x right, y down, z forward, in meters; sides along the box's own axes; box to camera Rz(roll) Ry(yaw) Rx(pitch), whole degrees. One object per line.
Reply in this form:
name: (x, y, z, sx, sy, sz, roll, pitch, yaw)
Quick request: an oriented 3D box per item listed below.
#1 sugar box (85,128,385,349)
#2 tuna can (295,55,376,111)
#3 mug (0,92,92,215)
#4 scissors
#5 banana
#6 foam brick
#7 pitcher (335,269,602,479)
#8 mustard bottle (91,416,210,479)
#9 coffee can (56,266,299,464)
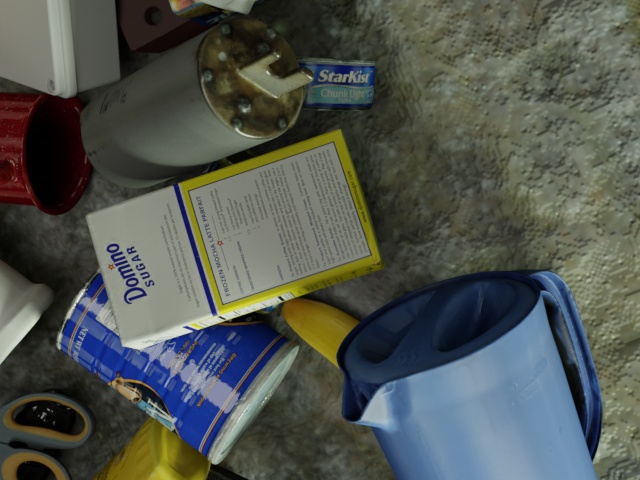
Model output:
sugar box: (-0.055, 0.001, 0.696, 0.176, 0.048, 0.093, -18, 80, 5)
tuna can: (-0.006, -0.107, 0.719, 0.086, 0.086, 0.034, 6, 101, 14)
mug: (-0.229, -0.062, 0.773, 0.082, 0.117, 0.093, 5, 119, 19)
scissors: (-0.265, 0.154, 0.804, 0.202, 0.016, 0.096, -2, 91, 10)
banana: (0.044, 0.118, 0.764, 0.070, 0.037, 0.198, -28, 90, 15)
foam brick: (-0.118, -0.178, 0.756, 0.053, 0.051, 0.078, -24, 92, 17)
pitcher: (0.122, 0.145, 0.694, 0.149, 0.145, 0.243, -20, 106, 13)
mustard bottle: (-0.164, 0.211, 0.802, 0.058, 0.096, 0.192, 41, 108, -15)
coffee can: (-0.101, 0.077, 0.762, 0.140, 0.102, 0.103, 34, 105, 8)
